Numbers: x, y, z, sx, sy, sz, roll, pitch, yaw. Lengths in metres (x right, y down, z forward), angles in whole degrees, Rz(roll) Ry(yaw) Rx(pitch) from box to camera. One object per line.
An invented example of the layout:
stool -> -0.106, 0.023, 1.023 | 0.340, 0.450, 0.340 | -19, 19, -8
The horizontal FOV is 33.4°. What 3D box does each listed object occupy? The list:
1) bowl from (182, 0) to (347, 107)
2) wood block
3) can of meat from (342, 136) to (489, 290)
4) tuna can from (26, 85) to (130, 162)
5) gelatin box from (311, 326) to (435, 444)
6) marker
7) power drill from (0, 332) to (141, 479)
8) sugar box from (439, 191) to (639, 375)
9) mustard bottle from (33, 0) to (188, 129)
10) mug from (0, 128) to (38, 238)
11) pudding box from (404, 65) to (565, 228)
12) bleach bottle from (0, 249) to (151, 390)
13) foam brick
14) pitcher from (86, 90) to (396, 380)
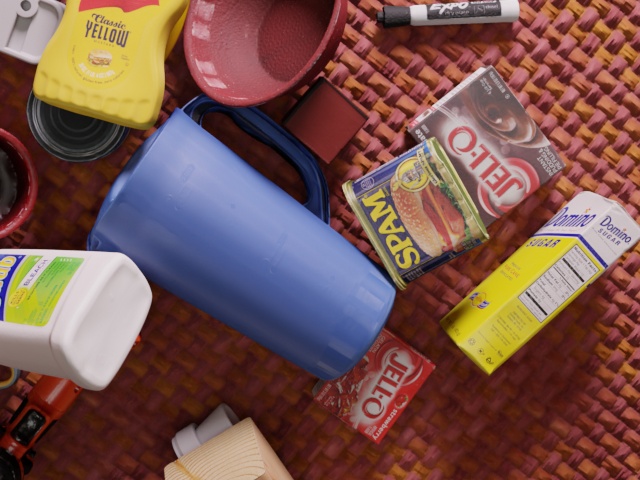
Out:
bowl -> -0.034, -0.178, 0.861 | 0.162, 0.055, 0.162 | -10, 73, 35
wood block -> -0.040, 0.269, 0.913 | 0.090, 0.091, 0.206 | -31, 114, 2
can of meat -> 0.080, -0.024, 0.883 | 0.084, 0.057, 0.102 | -29, 93, 14
tuna can -> -0.202, -0.108, 0.896 | 0.086, 0.034, 0.086 | -1, 99, -4
gelatin box -> 0.047, 0.124, 0.950 | 0.073, 0.030, 0.089 | 36, 95, -8
marker -> 0.108, -0.193, 0.909 | 0.121, 0.020, 0.020 | -3, 99, -3
power drill -> -0.225, 0.134, 0.868 | 0.057, 0.184, 0.187 | 41, 85, -9
sugar box -> 0.185, 0.033, 0.913 | 0.048, 0.093, 0.176 | 44, 93, -9
mustard bottle -> -0.152, -0.189, 0.827 | 0.096, 0.058, 0.191 | 15, 90, 1
mug -> -0.295, -0.041, 0.860 | 0.117, 0.082, 0.093 | -27, 104, -26
pudding box -> 0.141, -0.080, 0.919 | 0.090, 0.039, 0.113 | -38, 98, 4
bleach bottle -> -0.257, 0.053, 0.832 | 0.251, 0.102, 0.068 | 2, 139, 30
foam brick -> 0.002, -0.101, 0.889 | 0.053, 0.078, 0.051 | 40, 95, -6
pitcher -> -0.056, 0.001, 0.882 | 0.242, 0.145, 0.149 | 34, 119, -12
